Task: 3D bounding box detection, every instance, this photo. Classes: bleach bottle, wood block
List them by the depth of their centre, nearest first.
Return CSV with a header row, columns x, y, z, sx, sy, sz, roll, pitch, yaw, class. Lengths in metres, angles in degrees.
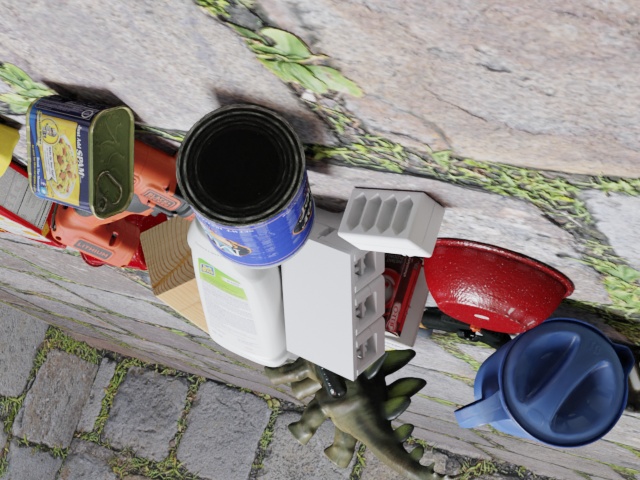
x,y,z,sx,sy,sz,roll,pitch,yaw,class
-0.078,0.037,1.080,0.103,0.068,0.251,21,152,14,bleach bottle
-0.120,0.050,1.287,0.091,0.090,0.206,-25,149,11,wood block

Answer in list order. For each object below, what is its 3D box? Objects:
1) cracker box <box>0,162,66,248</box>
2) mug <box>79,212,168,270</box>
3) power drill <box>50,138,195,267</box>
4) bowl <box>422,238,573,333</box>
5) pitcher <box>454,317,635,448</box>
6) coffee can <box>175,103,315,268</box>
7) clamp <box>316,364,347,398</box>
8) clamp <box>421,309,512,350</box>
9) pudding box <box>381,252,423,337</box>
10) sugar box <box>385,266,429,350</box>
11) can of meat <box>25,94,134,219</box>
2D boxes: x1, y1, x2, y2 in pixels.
x,y,z,sx,sy,sz,roll,pitch,yaw,class
-0.438,-0.068,1.384,0.164,0.072,0.213,14,167,23,cracker box
-0.238,0.000,1.329,0.082,0.093,0.117,8,144,23,mug
-0.178,-0.031,1.110,0.184,0.057,0.188,29,143,-31,power drill
0.169,0.053,1.076,0.162,0.055,0.162,17,166,4,bowl
0.235,0.168,1.200,0.149,0.145,0.243,23,169,2,pitcher
-0.059,-0.041,0.898,0.103,0.103,0.140,17,167,7,coffee can
-0.023,0.076,1.333,0.164,0.036,0.210,-111,-2,-59,clamp
0.194,0.108,1.305,0.120,0.039,0.171,13,174,-4,clamp
0.047,0.051,1.156,0.114,0.090,0.039,7,163,42,pudding box
0.069,0.080,1.240,0.048,0.093,0.176,20,166,-11,sugar box
-0.221,-0.079,0.978,0.084,0.102,0.057,15,-157,27,can of meat
